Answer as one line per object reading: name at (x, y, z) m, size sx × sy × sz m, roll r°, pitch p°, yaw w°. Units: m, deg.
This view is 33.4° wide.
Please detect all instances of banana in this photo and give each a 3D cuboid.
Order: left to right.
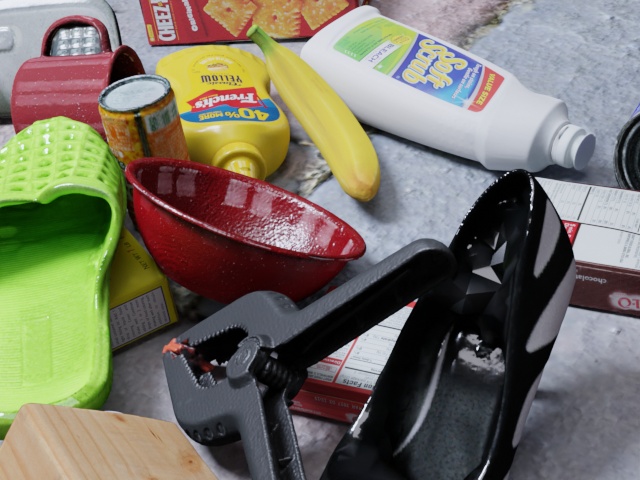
banana at (0.002, -0.090, 0.826) m, size 0.069 × 0.037 × 0.198 m, roll 15°, pitch 32°, yaw -48°

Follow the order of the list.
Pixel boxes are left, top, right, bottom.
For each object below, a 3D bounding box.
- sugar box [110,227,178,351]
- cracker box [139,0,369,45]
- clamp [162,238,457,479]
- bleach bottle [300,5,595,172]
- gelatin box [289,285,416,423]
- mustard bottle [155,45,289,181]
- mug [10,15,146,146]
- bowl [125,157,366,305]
sugar box at (-0.191, 0.051, 0.684) m, size 0.176 × 0.048 × 0.093 m, roll -24°, pitch 38°, yaw -23°
cracker box at (-0.057, -0.266, 1.073) m, size 0.214 × 0.072 × 0.164 m, roll 0°, pitch 36°, yaw 12°
clamp at (-0.021, 0.063, 0.571) m, size 0.164 × 0.036 × 0.210 m, roll -57°, pitch 28°, yaw -12°
bleach bottle at (0.105, -0.114, 0.844) m, size 0.251 × 0.068 × 0.102 m, roll 26°, pitch 49°, yaw 35°
gelatin box at (0.024, 0.069, 0.632) m, size 0.073 × 0.030 × 0.089 m, roll 10°, pitch 39°, yaw 20°
mustard bottle at (-0.075, -0.091, 0.846) m, size 0.096 × 0.058 × 0.192 m, roll -1°, pitch 35°, yaw -14°
mug at (-0.185, -0.113, 0.819) m, size 0.081 × 0.117 × 0.093 m, roll -1°, pitch 15°, yaw 11°
bowl at (-0.054, 0.001, 0.685) m, size 0.162 × 0.055 × 0.162 m, roll 19°, pitch 15°, yaw -5°
